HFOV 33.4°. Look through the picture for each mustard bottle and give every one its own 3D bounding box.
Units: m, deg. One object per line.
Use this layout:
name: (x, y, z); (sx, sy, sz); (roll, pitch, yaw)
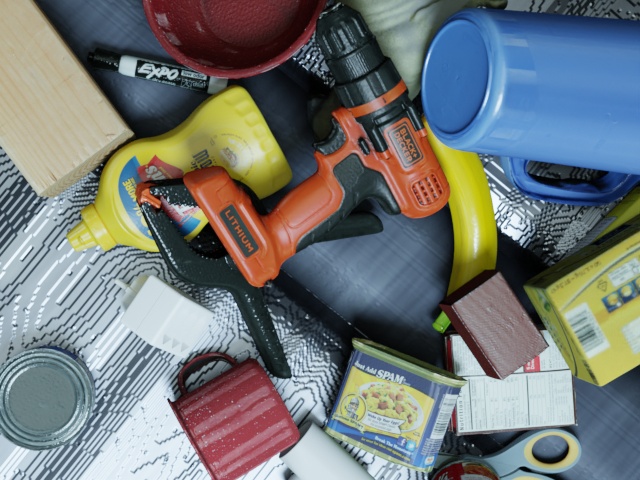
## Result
mustard bottle: (-0.127, -0.046, 0.900); (0.191, 0.058, 0.096); (-30, 106, -4)

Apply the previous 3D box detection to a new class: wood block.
wood block: (-0.250, -0.144, 0.872); (0.091, 0.090, 0.206); (-36, 94, -4)

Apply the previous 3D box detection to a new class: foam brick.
foam brick: (0.145, 0.070, 0.893); (0.051, 0.053, 0.078); (-34, 92, -5)

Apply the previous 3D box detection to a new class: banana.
banana: (0.122, -0.020, 0.915); (0.069, 0.037, 0.198); (-25, 116, -43)

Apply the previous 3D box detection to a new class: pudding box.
pudding box: (0.166, 0.122, 0.941); (0.113, 0.039, 0.090); (-3, 90, -4)

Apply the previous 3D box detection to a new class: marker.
marker: (-0.140, -0.145, 0.918); (0.121, 0.020, 0.020); (11, 89, -6)

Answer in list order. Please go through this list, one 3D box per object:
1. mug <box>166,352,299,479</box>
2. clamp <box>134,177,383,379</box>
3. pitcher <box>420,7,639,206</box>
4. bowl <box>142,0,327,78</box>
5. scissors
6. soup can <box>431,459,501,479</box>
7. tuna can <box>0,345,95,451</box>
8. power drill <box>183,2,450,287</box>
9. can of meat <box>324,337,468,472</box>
mug: (-0.076, 0.143, 0.899); (0.081, 0.093, 0.117); (-30, 57, -10)
clamp: (-0.056, 0.001, 0.888); (0.209, 0.036, 0.164); (38, 89, -25)
pitcher: (0.203, -0.111, 0.864); (0.242, 0.145, 0.149); (1, 84, -28)
bowl: (-0.066, -0.212, 0.896); (0.162, 0.055, 0.162); (0, 89, 11)
scissors: (0.146, 0.186, 0.949); (0.201, 0.016, 0.096); (27, 90, -6)
soup can: (0.127, 0.238, 0.895); (0.068, 0.102, 0.068); (0, 106, 2)
tuna can: (-0.234, 0.132, 0.902); (0.086, 0.034, 0.086); (0, 90, -6)
power drill: (-0.009, -0.065, 0.828); (0.187, 0.057, 0.184); (-31, 108, -4)
can of meat: (0.062, 0.140, 0.907); (0.102, 0.057, 0.084); (20, 91, 26)
